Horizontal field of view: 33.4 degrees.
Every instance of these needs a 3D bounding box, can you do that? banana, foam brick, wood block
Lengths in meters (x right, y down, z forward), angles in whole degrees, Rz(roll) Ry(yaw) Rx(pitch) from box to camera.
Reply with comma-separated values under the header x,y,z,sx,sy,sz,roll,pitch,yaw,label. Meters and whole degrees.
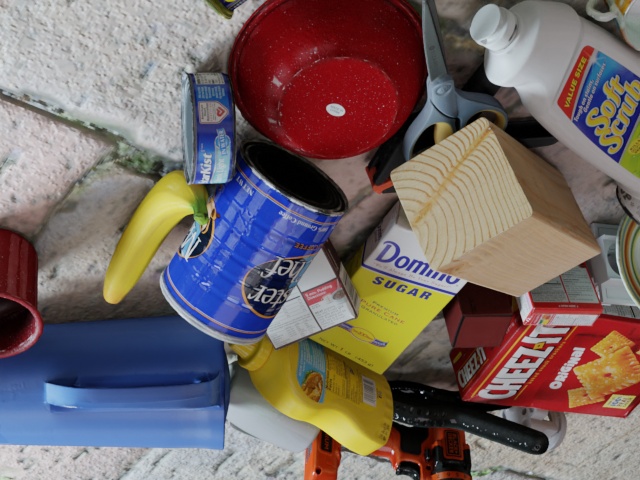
x,y,z,sx,sy,sz,roll,pitch,yaw,label
-0.141,-0.010,0.904,0.037,0.069,0.198,27,145,-18,banana
0.149,0.058,1.043,0.053,0.078,0.051,-1,139,-9,foam brick
0.151,-0.021,0.888,0.091,0.090,0.205,-30,159,21,wood block

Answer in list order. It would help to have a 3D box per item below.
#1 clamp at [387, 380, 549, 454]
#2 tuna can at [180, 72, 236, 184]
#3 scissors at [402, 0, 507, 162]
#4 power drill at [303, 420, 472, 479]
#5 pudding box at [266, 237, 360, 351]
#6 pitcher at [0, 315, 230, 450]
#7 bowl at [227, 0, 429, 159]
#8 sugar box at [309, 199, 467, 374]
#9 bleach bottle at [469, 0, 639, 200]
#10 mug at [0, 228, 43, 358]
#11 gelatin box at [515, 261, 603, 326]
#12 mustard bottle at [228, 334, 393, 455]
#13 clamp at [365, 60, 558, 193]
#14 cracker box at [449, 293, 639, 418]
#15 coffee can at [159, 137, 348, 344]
x,y,z,sx,sy,sz,roll,pitch,yaw,label
0.137,0.182,1.175,0.210,0.164,0.036,10,99,3,clamp
-0.087,-0.086,0.818,0.033,0.086,0.086,-2,138,-13,tuna can
0.107,-0.117,0.800,0.096,0.016,0.202,-15,149,-14,scissors
0.077,0.252,1.181,0.187,0.184,0.057,10,135,-9,power drill
-0.026,0.035,0.975,0.090,0.039,0.113,-22,110,14,pudding box
-0.206,0.135,1.005,0.242,0.145,0.149,-1,137,-8,pitcher
0.011,-0.116,0.816,0.162,0.055,0.162,-4,132,-4,bowl
0.067,0.047,1.019,0.093,0.048,0.176,27,131,-12,sugar box
0.207,-0.116,0.845,0.250,0.068,0.103,20,114,-37,bleach bottle
-0.282,0.050,0.930,0.093,0.081,0.117,-19,138,9,mug
0.222,0.040,1.029,0.073,0.089,0.030,2,139,-15,gelatin box
-0.013,0.137,1.060,0.191,0.096,0.058,33,128,-30,mustard bottle
0.123,-0.086,0.902,0.172,0.039,0.120,-33,128,21,clamp
0.271,0.113,1.137,0.213,0.072,0.164,8,135,-20,cracker box
-0.056,0.001,0.886,0.102,0.103,0.140,20,115,-31,coffee can
